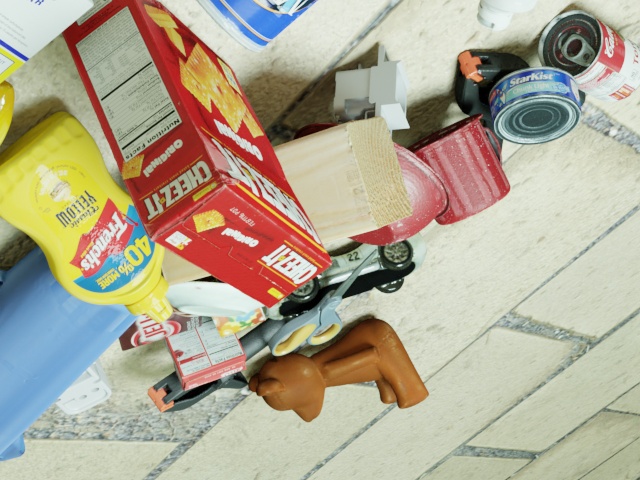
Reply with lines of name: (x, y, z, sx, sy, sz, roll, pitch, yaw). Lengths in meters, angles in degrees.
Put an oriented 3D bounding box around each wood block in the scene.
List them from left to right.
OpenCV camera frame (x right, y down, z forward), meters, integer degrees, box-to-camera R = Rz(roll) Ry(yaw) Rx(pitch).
wood block: (-0.039, -0.033, 0.920, 0.206, 0.090, 0.090, -15, -177, 27)

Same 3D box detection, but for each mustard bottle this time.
mustard bottle: (-0.185, -0.005, 0.875, 0.096, 0.058, 0.191, -42, 116, -13)

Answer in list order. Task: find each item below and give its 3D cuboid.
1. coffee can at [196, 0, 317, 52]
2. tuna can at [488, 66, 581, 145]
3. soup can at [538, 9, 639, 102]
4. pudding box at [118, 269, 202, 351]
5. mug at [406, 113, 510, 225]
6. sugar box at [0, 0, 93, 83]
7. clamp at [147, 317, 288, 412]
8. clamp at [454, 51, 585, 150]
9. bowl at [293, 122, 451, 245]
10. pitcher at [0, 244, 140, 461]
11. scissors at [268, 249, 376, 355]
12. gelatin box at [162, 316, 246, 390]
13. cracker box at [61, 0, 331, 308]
coffee can: (-0.024, -0.215, 0.741, 0.140, 0.103, 0.102, -38, 148, 16)
tuna can: (0.206, -0.128, 1.024, 0.086, 0.034, 0.086, -1, 151, -1)
soup can: (0.271, -0.181, 1.059, 0.102, 0.068, 0.069, 12, 131, -48)
pudding box: (-0.172, 0.063, 1.100, 0.090, 0.039, 0.113, -18, 147, -14)
mug: (0.140, -0.072, 1.050, 0.093, 0.081, 0.117, -20, -170, 47)
sugar box: (-0.252, -0.141, 0.727, 0.176, 0.048, 0.093, -38, 148, 9)
clamp: (-0.119, 0.153, 1.234, 0.209, 0.036, 0.165, -25, 158, -43)
clamp: (0.196, -0.148, 1.075, 0.120, 0.039, 0.171, -33, 150, 13)
bowl: (0.038, -0.041, 0.996, 0.055, 0.162, 0.162, -65, 156, -20)
pitcher: (-0.284, 0.089, 0.982, 0.243, 0.145, 0.149, -41, 159, 15)
scissors: (0.021, 0.070, 1.178, 0.202, 0.016, 0.096, -41, 152, 30)
gelatin box: (-0.129, 0.111, 1.157, 0.073, 0.089, 0.030, -19, 146, -16)
cracker box: (-0.090, -0.072, 0.791, 0.072, 0.214, 0.164, -35, 149, 12)
